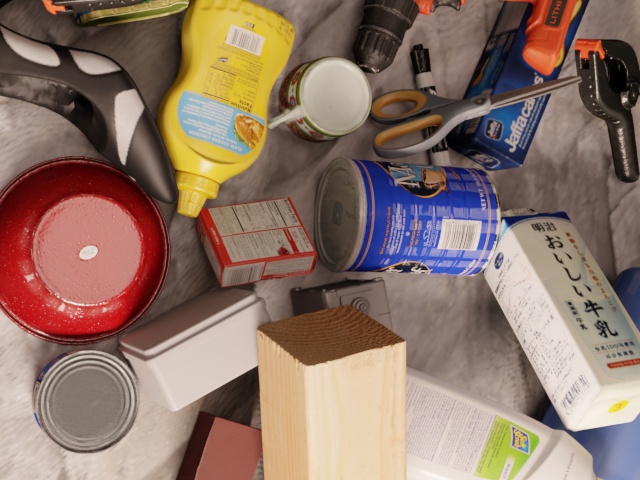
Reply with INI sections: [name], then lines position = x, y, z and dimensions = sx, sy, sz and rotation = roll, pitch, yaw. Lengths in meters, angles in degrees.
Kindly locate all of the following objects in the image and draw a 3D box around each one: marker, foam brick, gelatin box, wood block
[marker]
position = 0.106, -0.130, 1.033
dimensions = 0.020, 0.020, 0.121
rotation = -12, 93, -22
[foam brick]
position = -0.087, 0.193, 0.926
dimensions = 0.053, 0.051, 0.078
rotation = 22, 80, -19
[gelatin box]
position = -0.056, 0.001, 0.937
dimensions = 0.089, 0.030, 0.073
rotation = -8, 48, -23
[wood block]
position = 0.010, 0.168, 0.860
dimensions = 0.090, 0.091, 0.206
rotation = -12, 112, -26

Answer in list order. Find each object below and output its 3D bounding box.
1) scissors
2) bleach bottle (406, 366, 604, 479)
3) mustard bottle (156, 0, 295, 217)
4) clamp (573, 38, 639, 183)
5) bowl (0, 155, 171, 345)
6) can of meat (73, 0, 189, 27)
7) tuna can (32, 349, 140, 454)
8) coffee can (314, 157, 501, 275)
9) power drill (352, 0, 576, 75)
[scissors]
position = 0.132, -0.133, 0.997
dimensions = 0.201, 0.096, 0.016
rotation = -26, 135, -10
[bleach bottle]
position = 0.135, 0.190, 0.948
dimensions = 0.251, 0.068, 0.102
rotation = 22, 78, 10
[mustard bottle]
position = -0.091, -0.114, 0.931
dimensions = 0.096, 0.058, 0.191
rotation = 18, 81, -25
[clamp]
position = 0.302, -0.138, 1.082
dimensions = 0.171, 0.039, 0.120
rotation = 29, 75, -39
[bowl]
position = -0.197, 0.008, 0.887
dimensions = 0.161, 0.055, 0.162
rotation = 1, 88, -22
[can of meat]
position = -0.168, -0.231, 0.906
dimensions = 0.102, 0.058, 0.084
rotation = -15, 96, -22
[tuna can]
position = -0.197, 0.134, 0.893
dimensions = 0.086, 0.034, 0.086
rotation = 1, 88, -22
[coffee can]
position = 0.078, -0.020, 0.972
dimensions = 0.140, 0.103, 0.103
rotation = 2, 87, -22
[power drill]
position = 0.138, -0.219, 0.993
dimensions = 0.187, 0.057, 0.184
rotation = 20, 82, 6
